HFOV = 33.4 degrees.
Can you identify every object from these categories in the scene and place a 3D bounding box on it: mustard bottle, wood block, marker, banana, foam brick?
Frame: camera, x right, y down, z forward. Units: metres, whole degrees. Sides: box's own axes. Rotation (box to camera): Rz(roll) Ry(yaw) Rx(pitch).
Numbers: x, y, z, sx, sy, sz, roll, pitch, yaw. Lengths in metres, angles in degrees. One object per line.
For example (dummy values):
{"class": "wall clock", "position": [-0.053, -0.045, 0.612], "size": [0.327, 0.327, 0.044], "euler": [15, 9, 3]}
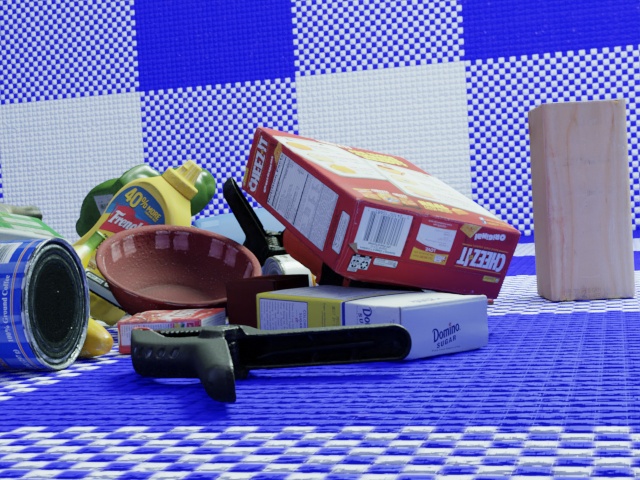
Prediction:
{"class": "mustard bottle", "position": [-0.195, -0.008, 1.140], "size": [0.096, 0.191, 0.058], "euler": [41, 0, 31]}
{"class": "wood block", "position": [0.279, -0.042, 1.148], "size": [0.090, 0.206, 0.091], "euler": [-3, 1, 2]}
{"class": "marker", "position": [-0.205, 0.058, 1.079], "size": [0.121, 0.020, 0.020], "euler": [28, 15, 24]}
{"class": "banana", "position": [-0.220, 0.053, 0.941], "size": [0.070, 0.037, 0.198], "euler": [-40, 31, 10]}
{"class": "foam brick", "position": [-0.047, 0.059, 0.978], "size": [0.051, 0.053, 0.078], "euler": [-3, 1, 22]}

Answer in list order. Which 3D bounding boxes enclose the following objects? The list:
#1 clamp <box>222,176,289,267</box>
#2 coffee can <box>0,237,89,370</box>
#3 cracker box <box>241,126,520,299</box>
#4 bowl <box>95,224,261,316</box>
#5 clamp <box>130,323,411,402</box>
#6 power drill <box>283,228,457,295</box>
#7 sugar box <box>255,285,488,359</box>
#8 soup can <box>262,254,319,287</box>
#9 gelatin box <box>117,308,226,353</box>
{"class": "clamp", "position": [-0.057, 0.001, 1.119], "size": [0.120, 0.172, 0.039], "euler": [12, 31, -12]}
{"class": "coffee can", "position": [-0.267, 0.051, 0.836], "size": [0.140, 0.103, 0.102], "euler": [-3, 2, 15]}
{"class": "cracker box", "position": [0.045, -0.026, 0.937], "size": [0.164, 0.072, 0.214], "euler": [10, 16, -29]}
{"class": "bowl", "position": [-0.141, 0.044, 1.046], "size": [0.162, 0.055, 0.162], "euler": [8, 26, -4]}
{"class": "clamp", "position": [-0.054, 0.075, 0.724], "size": [0.164, 0.036, 0.210], "euler": [-5, 2, -37]}
{"class": "power drill", "position": [0.081, 0.031, 1.013], "size": [0.187, 0.057, 0.185], "euler": [5, 23, -45]}
{"class": "sugar box", "position": [0.037, 0.063, 0.842], "size": [0.093, 0.048, 0.177], "euler": [-4, 5, -38]}
{"class": "soup can", "position": [-0.002, 0.045, 1.103], "size": [0.102, 0.068, 0.069], "euler": [-5, 2, -23]}
{"class": "gelatin box", "position": [-0.126, 0.076, 0.924], "size": [0.073, 0.030, 0.089], "euler": [-3, 2, 10]}
